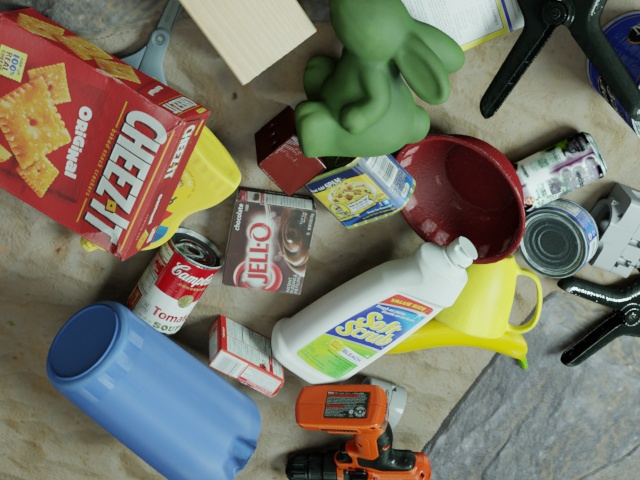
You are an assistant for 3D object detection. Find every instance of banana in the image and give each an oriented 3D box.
[{"bbox_3d":[0.166,0.119,1.268,0.197,0.037,0.070,9,116,-10],"label":"banana"}]

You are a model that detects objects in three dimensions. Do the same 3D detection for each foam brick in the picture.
[{"bbox_3d":[-0.033,-0.093,1.112,0.053,0.078,0.051,-38,117,14],"label":"foam brick"}]

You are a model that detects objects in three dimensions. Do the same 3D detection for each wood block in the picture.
[{"bbox_3d":[-0.104,-0.261,1.002,0.091,0.090,0.206,-36,116,3],"label":"wood block"}]

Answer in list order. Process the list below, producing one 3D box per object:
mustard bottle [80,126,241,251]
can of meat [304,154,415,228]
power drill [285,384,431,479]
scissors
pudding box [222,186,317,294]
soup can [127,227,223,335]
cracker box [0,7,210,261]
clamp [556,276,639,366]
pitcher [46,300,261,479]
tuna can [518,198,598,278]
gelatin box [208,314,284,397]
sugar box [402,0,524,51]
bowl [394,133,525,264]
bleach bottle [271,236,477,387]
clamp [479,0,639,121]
[{"bbox_3d":[-0.182,-0.044,1.118,0.192,0.058,0.096,-34,107,24],"label":"mustard bottle"},{"bbox_3d":[0.038,-0.064,1.129,0.102,0.057,0.084,-18,128,43],"label":"can of meat"},{"bbox_3d":[0.029,0.241,1.269,0.184,0.057,0.187,-4,142,15],"label":"power drill"},{"bbox_3d":[-0.182,-0.201,1.075,0.096,0.016,0.202,10,111,-5],"label":"scissors"},{"bbox_3d":[-0.058,0.001,1.182,0.090,0.039,0.113,7,117,-9],"label":"pudding box"},{"bbox_3d":[-0.161,0.046,1.180,0.068,0.068,0.102,27,113,-19],"label":"soup can"},{"bbox_3d":[-0.240,-0.104,1.047,0.214,0.072,0.164,31,113,7],"label":"cracker box"},{"bbox_3d":[0.357,0.076,1.264,0.171,0.039,0.120,-20,123,-2],"label":"clamp"},{"bbox_3d":[-0.190,0.169,1.172,0.149,0.145,0.242,-28,133,16],"label":"pitcher"},{"bbox_3d":[0.263,-0.002,1.189,0.086,0.033,0.086,16,121,29],"label":"tuna can"},{"bbox_3d":[-0.086,0.133,1.231,0.089,0.073,0.030,30,112,-20],"label":"gelatin box"},{"bbox_3d":[0.151,-0.245,1.067,0.176,0.048,0.093,-22,118,2],"label":"sugar box"},{"bbox_3d":[0.157,-0.055,1.137,0.162,0.055,0.162,26,139,25],"label":"bowl"},{"bbox_3d":[0.064,0.071,1.184,0.102,0.068,0.251,36,123,-25],"label":"bleach bottle"},{"bbox_3d":[0.238,-0.209,1.011,0.165,0.036,0.210,13,106,29],"label":"clamp"}]
